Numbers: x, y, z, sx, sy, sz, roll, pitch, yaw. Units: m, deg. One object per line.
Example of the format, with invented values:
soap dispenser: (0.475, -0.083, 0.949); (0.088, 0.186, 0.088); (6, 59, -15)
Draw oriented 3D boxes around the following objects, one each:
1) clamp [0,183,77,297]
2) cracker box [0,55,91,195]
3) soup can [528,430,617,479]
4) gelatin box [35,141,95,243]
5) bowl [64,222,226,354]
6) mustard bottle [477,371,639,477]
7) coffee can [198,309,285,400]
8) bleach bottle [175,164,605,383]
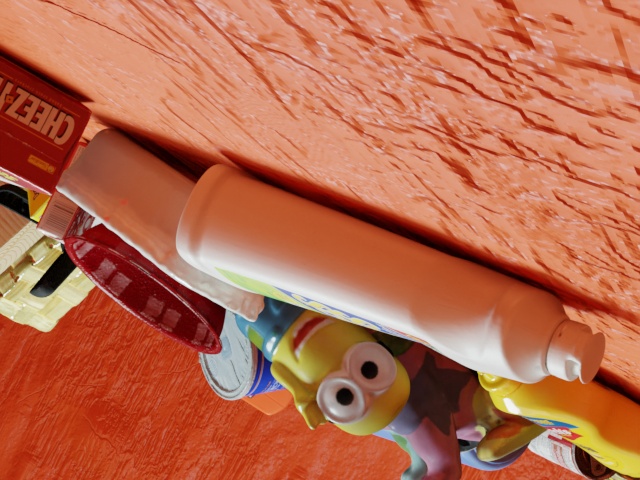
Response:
clamp: (-0.251, 0.006, 1.093); (0.039, 0.120, 0.171); (-26, 160, 34)
cracker box: (-0.270, -0.104, 0.749); (0.164, 0.072, 0.214); (29, 172, -27)
soup can: (0.272, 0.212, 1.150); (0.068, 0.068, 0.102); (29, 174, -21)
gelatin box: (-0.215, -0.039, 0.958); (0.030, 0.089, 0.073); (25, 174, 2)
bowl: (-0.136, 0.028, 0.905); (0.162, 0.055, 0.162); (30, 158, 13)
mustard bottle: (0.189, 0.125, 0.830); (0.191, 0.058, 0.096); (30, 172, -28)
coffee can: (-0.040, 0.101, 1.089); (0.140, 0.103, 0.103); (-5, -166, -36)
bleach bottle: (0.039, 0.025, 0.614); (0.251, 0.068, 0.102); (19, 172, 36)
